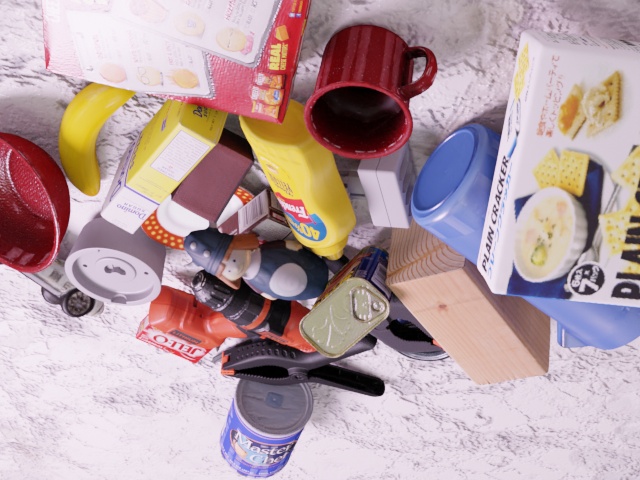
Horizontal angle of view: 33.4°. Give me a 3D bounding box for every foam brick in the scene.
[{"bbox_3d":[-0.106,-0.068,1.038,0.051,0.053,0.078,26,110,-21],"label":"foam brick"}]

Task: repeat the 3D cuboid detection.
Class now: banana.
[{"bbox_3d":[-0.223,-0.105,1.053,0.069,0.037,0.198,24,141,-17],"label":"banana"}]

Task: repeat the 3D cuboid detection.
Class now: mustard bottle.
[{"bbox_3d":[-0.012,-0.048,1.034,0.096,0.058,0.191,32,156,39],"label":"mustard bottle"}]

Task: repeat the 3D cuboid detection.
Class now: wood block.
[{"bbox_3d":[0.162,0.061,1.134,0.091,0.090,0.206,-14,137,30],"label":"wood block"}]

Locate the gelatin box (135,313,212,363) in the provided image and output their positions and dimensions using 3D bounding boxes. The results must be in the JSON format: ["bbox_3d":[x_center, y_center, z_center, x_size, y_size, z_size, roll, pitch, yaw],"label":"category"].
[{"bbox_3d":[-0.175,0.115,1.332,0.089,0.030,0.073,27,140,-20],"label":"gelatin box"}]

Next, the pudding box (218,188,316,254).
[{"bbox_3d":[-0.058,0.001,1.133,0.089,0.039,0.114,24,138,-35],"label":"pudding box"}]

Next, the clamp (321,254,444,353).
[{"bbox_3d":[0.065,0.073,1.187,0.171,0.039,0.120,13,136,12],"label":"clamp"}]

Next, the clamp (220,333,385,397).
[{"bbox_3d":[-0.018,0.159,1.333,0.210,0.036,0.164,-4,148,13],"label":"clamp"}]

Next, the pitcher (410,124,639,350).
[{"bbox_3d":[0.215,-0.015,1.007,0.242,0.149,0.145,31,153,-20],"label":"pitcher"}]

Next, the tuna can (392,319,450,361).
[{"bbox_3d":[0.123,0.106,1.247,0.086,0.033,0.086,7,143,5],"label":"tuna can"}]

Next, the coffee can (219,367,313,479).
[{"bbox_3d":[-0.074,0.241,1.411,0.102,0.102,0.140,14,143,-5],"label":"coffee can"}]

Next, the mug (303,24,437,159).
[{"bbox_3d":[0.047,-0.134,0.915,0.117,0.081,0.093,-18,134,32],"label":"mug"}]

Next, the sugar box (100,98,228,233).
[{"bbox_3d":[-0.146,-0.088,1.011,0.048,0.093,0.177,31,138,-21],"label":"sugar box"}]

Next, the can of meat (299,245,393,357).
[{"bbox_3d":[0.034,0.062,1.119,0.057,0.083,0.102,43,120,-7],"label":"can of meat"}]

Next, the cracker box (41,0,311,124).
[{"bbox_3d":[-0.117,-0.196,0.882,0.213,0.072,0.164,13,141,-2],"label":"cracker box"}]

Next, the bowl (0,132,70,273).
[{"bbox_3d":[-0.310,-0.049,1.099,0.162,0.055,0.162,19,127,27],"label":"bowl"}]

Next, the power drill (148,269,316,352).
[{"bbox_3d":[-0.110,0.080,1.195,0.184,0.057,0.188,30,157,-37],"label":"power drill"}]
